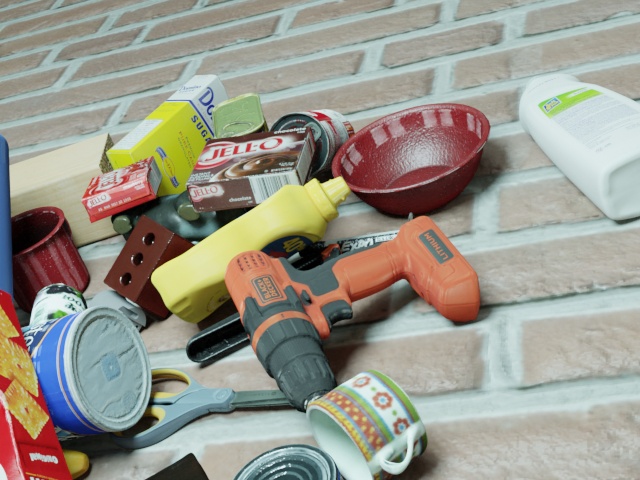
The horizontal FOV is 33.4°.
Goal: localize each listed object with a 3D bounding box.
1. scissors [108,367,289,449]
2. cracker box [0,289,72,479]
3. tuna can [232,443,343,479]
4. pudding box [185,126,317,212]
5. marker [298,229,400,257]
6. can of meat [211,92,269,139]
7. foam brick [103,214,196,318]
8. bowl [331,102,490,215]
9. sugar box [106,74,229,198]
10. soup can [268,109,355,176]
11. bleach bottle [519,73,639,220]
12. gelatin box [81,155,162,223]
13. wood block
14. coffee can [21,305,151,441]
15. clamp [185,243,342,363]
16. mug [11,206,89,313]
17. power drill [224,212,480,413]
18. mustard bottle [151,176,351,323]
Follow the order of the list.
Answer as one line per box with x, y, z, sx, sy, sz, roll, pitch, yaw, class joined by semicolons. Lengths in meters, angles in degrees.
-0.095;0.143;0.876;0.202;0.016;0.096;5;41;38;scissors
-0.287;0.155;0.800;0.164;0.072;0.214;-34;58;9;cracker box
-0.023;0.184;0.751;0.086;0.033;0.086;-15;31;9;tuna can
-0.066;-0.070;1.038;0.113;0.039;0.090;-4;34;13;pudding box
0.036;0.004;1.011;0.121;0.020;0.020;-7;33;22;marker
-0.079;-0.103;1.185;0.057;0.084;0.102;-19;31;3;can of meat
-0.160;0.025;1.026;0.053;0.051;0.078;28;87;37;foam brick
0.095;-0.073;1.060;0.162;0.055;0.162;-15;31;9;bowl
-0.164;-0.111;1.240;0.048;0.093;0.176;6;41;37;sugar box
-0.008;-0.103;1.123;0.069;0.068;0.102;-9;6;20;soup can
0.259;-0.107;1.011;0.102;0.068;0.251;-21;29;0;bleach bottle
-0.207;-0.055;1.119;0.073;0.030;0.089;-20;18;3;gelatin box
-0.325;-0.038;1.227;0.206;0.090;0.091;-18;31;7;wood block
-0.228;0.119;0.892;0.140;0.102;0.102;-15;30;26;coffee can
-0.039;0.062;0.949;0.120;0.039;0.171;5;35;29;clamp
-0.293;0.016;1.130;0.093;0.081;0.117;-10;33;18;mug
0.030;0.053;0.863;0.187;0.057;0.184;-15;39;-15;power drill
-0.056;0.002;0.972;0.191;0.096;0.058;-34;75;4;mustard bottle
